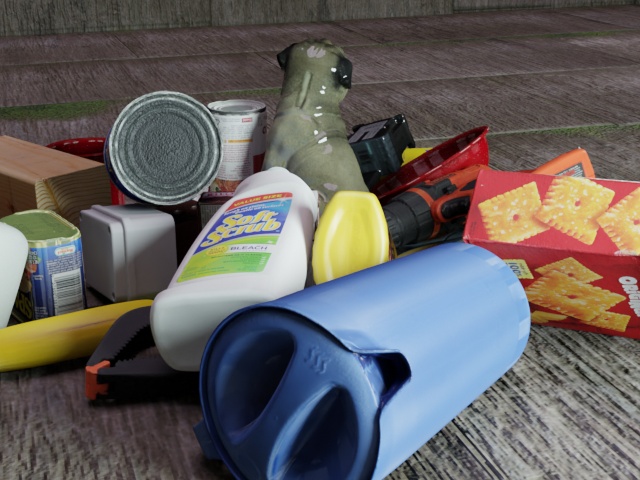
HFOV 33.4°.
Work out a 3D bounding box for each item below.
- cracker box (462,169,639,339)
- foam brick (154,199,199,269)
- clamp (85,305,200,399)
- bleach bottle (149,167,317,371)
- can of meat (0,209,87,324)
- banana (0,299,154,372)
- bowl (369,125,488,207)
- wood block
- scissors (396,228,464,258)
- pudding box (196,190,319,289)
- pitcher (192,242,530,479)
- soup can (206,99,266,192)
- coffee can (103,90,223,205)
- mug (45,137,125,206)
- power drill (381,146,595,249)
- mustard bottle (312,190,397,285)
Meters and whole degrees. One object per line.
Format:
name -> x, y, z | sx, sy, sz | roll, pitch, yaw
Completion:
cracker box -> 0.233, 0.020, 0.828 | 0.214, 0.072, 0.164 | 8, -23, 24
foam brick -> -0.142, -0.005, 1.081 | 0.053, 0.051, 0.078 | 16, 25, 41
clamp -> -0.087, 0.077, 0.837 | 0.165, 0.036, 0.209 | 28, 37, 29
bleach bottle -> -0.058, 0.006, 0.856 | 0.102, 0.068, 0.250 | -6, 27, 9
can of meat -> -0.245, 0.025, 0.942 | 0.057, 0.084, 0.102 | -13, 22, -32
banana -> -0.200, 0.079, 0.864 | 0.197, 0.037, 0.070 | -10, -9, -35
bowl -> 0.126, -0.062, 1.172 | 0.162, 0.055, 0.162 | -31, 8, 5
wood block -> -0.322, -0.049, 1.160 | 0.090, 0.091, 0.206 | -19, 26, -41
scissors -> 0.151, 0.001, 1.030 | 0.202, 0.016, 0.096 | -8, 22, 32
pudding box -> -0.057, 0.001, 0.997 | 0.113, 0.090, 0.039 | 0, 20, 1
pitcher -> 0.036, 0.081, 0.719 | 0.149, 0.145, 0.242 | 25, 25, 29
soup can -> -0.093, -0.100, 1.183 | 0.068, 0.102, 0.068 | 0, 19, 0
coffee can -> -0.153, -0.085, 1.018 | 0.102, 0.103, 0.140 | -5, 3, -13
mug -> -0.266, -0.066, 1.222 | 0.093, 0.081, 0.117 | -6, 19, -15
power drill -> 0.146, -0.034, 0.994 | 0.184, 0.057, 0.188 | -27, 14, -35
mustard bottle -> 0.034, 0.020, 0.904 | 0.058, 0.096, 0.191 | 3, -7, 8
